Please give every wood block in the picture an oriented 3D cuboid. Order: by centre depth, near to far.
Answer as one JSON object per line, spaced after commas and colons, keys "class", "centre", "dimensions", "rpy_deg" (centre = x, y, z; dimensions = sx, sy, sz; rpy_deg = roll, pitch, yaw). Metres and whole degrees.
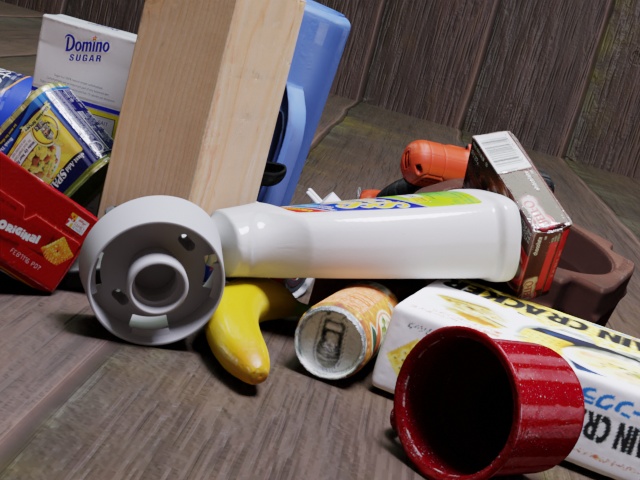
{"class": "wood block", "centre": [-0.094, -0.101, 0.838], "dimensions": [0.091, 0.206, 0.090], "rpy_deg": [22, 14, 30]}

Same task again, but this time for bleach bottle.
{"class": "bleach bottle", "centre": [0.018, -0.001, 0.808], "dimensions": [0.250, 0.068, 0.103], "rpy_deg": [-3, 11, -19]}

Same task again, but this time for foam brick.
{"class": "foam brick", "centre": [0.038, 0.046, 0.874], "dimensions": [0.078, 0.053, 0.051], "rpy_deg": [23, 15, 30]}

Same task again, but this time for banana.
{"class": "banana", "centre": [-0.048, 0.056, 0.763], "dimensions": [0.070, 0.037, 0.197], "rpy_deg": [14, 12, 9]}

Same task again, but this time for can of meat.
{"class": "can of meat", "centre": [-0.221, -0.067, 0.877], "dimensions": [0.084, 0.102, 0.057], "rpy_deg": [49, 18, 3]}

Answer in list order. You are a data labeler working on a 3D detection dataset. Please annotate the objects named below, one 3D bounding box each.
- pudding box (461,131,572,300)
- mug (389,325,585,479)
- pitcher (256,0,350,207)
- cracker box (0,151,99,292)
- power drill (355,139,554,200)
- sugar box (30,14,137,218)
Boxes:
{"class": "pudding box", "centre": [0.155, -0.020, 0.865], "dimensions": [0.039, 0.090, 0.113], "rpy_deg": [-11, 51, -14]}
{"class": "mug", "centre": [0.096, 0.103, 0.650], "dimensions": [0.081, 0.093, 0.117], "rpy_deg": [10, -23, -44]}
{"class": "pitcher", "centre": [-0.058, -0.118, 1.034], "dimensions": [0.149, 0.243, 0.144], "rpy_deg": [27, 14, 17]}
{"class": "cracker box", "centre": [-0.286, -0.055, 0.760], "dimensions": [0.214, 0.072, 0.164], "rpy_deg": [25, -11, 38]}
{"class": "power drill", "centre": [0.138, -0.049, 1.181], "dimensions": [0.184, 0.057, 0.188], "rpy_deg": [12, -24, -25]}
{"class": "sugar box", "centre": [-0.205, -0.098, 0.922], "dimensions": [0.093, 0.176, 0.048], "rpy_deg": [18, 13, 12]}
